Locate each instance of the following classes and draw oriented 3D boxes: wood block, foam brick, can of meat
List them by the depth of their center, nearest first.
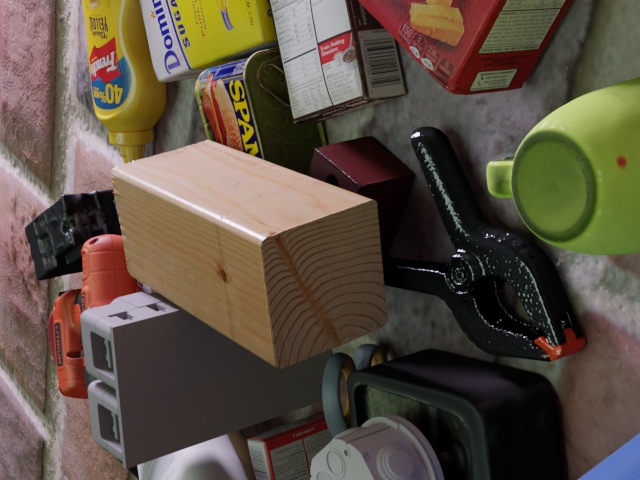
[{"bbox_3d":[-0.055,0.001,0.737,0.206,0.090,0.091,24,127,51],"label":"wood block"},{"bbox_3d":[0.022,-0.024,0.749,0.053,0.051,0.078,44,133,37],"label":"foam brick"},{"bbox_3d":[-0.047,-0.091,0.814,0.084,0.057,0.102,2,108,56],"label":"can of meat"}]

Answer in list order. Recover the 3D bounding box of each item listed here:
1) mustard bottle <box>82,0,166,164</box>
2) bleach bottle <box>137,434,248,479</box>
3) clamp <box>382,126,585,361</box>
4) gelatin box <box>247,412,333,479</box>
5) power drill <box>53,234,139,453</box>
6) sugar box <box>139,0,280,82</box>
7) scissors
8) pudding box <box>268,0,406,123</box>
[{"bbox_3d":[-0.178,-0.164,0.971,0.096,0.058,0.192,15,113,48],"label":"mustard bottle"},{"bbox_3d":[-0.119,0.171,0.908,0.103,0.068,0.251,-61,29,20],"label":"bleach bottle"},{"bbox_3d":[0.092,0.023,0.681,0.172,0.039,0.120,53,140,29],"label":"clamp"},{"bbox_3d":[-0.014,0.190,0.848,0.030,0.073,0.089,-4,98,55],"label":"gelatin box"},{"bbox_3d":[-0.197,0.100,0.959,0.188,0.057,0.184,153,115,-65],"label":"power drill"},{"bbox_3d":[-0.085,-0.186,0.849,0.177,0.048,0.093,-7,96,53],"label":"sugar box"},{"bbox_3d":[0.021,0.165,0.741,0.016,0.096,0.201,-4,67,27],"label":"scissors"},{"bbox_3d":[0.008,-0.145,0.743,0.090,0.039,0.113,-9,91,55],"label":"pudding box"}]
